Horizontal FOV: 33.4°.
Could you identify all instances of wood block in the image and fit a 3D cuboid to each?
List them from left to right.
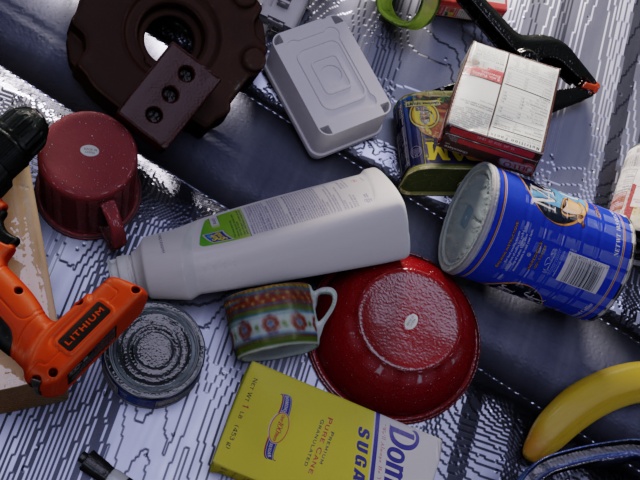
[{"bbox_3d":[-0.264,0.029,0.855,0.090,0.091,0.206,-9,72,-16],"label":"wood block"}]

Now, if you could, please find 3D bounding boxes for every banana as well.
[{"bbox_3d":[0.265,0.146,0.950,0.197,0.037,0.069,-8,71,-14],"label":"banana"}]

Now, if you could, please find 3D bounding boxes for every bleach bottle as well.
[{"bbox_3d":[-0.056,0.001,0.915,0.250,0.103,0.068,-12,114,-9],"label":"bleach bottle"}]

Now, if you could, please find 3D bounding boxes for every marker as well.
[{"bbox_3d":[-0.143,0.207,0.853,0.121,0.020,0.020,35,67,3],"label":"marker"}]

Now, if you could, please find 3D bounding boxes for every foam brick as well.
[{"bbox_3d":[-0.129,-0.119,0.897,0.053,0.051,0.078,38,81,-11],"label":"foam brick"}]

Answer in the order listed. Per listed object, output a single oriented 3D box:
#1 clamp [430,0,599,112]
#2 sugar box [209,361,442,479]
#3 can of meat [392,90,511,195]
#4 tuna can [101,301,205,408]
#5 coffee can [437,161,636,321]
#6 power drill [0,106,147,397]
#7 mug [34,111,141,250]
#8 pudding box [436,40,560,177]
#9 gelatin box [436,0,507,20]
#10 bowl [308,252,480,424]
[{"bbox_3d":[0.187,-0.162,1.043,0.171,0.039,0.120,25,85,-8],"label":"clamp"},{"bbox_3d":[0.006,0.177,0.880,0.176,0.048,0.093,21,68,-2],"label":"sugar box"},{"bbox_3d":[0.120,-0.091,0.997,0.102,0.057,0.084,0,67,-12],"label":"can of meat"},{"bbox_3d":[-0.139,0.094,0.887,0.086,0.034,0.086,4,69,-10],"label":"tuna can"},{"bbox_3d":[0.189,0.002,0.942,0.140,0.103,0.102,19,67,-12],"label":"coffee can"},{"bbox_3d":[-0.222,0.009,0.791,0.188,0.057,0.184,39,70,6],"label":"power drill"},{"bbox_3d":[-0.192,-0.047,0.902,0.093,0.082,0.117,-19,75,-18],"label":"mug"},{"bbox_3d":[0.162,-0.119,0.960,0.090,0.039,0.113,19,57,2],"label":"pudding box"},{"bbox_3d":[0.151,-0.268,1.082,0.073,0.030,0.089,7,69,-8],"label":"gelatin box"},{"bbox_3d":[0.070,0.075,0.926,0.162,0.055,0.162,4,70,-10],"label":"bowl"}]
